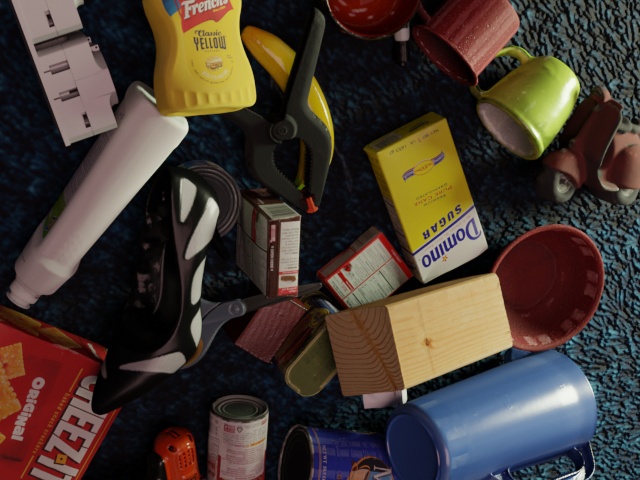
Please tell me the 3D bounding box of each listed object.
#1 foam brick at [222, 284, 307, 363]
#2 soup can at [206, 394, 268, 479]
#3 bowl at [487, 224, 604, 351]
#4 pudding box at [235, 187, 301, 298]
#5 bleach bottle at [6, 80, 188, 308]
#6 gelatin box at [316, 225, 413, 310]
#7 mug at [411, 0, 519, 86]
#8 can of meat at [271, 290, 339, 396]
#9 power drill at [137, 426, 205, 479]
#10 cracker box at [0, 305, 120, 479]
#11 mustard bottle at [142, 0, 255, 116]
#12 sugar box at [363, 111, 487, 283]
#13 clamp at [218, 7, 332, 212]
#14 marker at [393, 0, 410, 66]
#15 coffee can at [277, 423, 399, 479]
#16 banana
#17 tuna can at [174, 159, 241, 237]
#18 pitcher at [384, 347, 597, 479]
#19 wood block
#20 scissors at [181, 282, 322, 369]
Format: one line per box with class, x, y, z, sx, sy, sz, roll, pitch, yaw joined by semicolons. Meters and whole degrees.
foam brick;-0.062;0.088;1.196;0.051;0.053;0.078;34;95;-26
soup can;-0.095;0.237;1.226;0.068;0.069;0.102;-2;107;-19
bowl;0.261;0.051;1.296;0.162;0.055;0.162;-6;109;-18
pudding box;-0.057;0.001;1.136;0.039;0.114;0.090;-5;110;-20
bleach bottle;-0.234;-0.039;1.079;0.068;0.102;0.251;35;99;-20
gelatin box;0.051;0.039;1.233;0.089;0.030;0.073;-40;117;-3
mug;0.151;-0.235;1.147;0.117;0.093;0.081;43;85;-15
can of meat;-0.010;0.117;1.207;0.057;0.084;0.102;40;91;-26
power drill;-0.207;0.319;1.187;0.187;0.057;0.184;-28;124;-39
cracker box;-0.326;0.164;1.117;0.213;0.072;0.164;27;97;-26
mustard bottle;-0.120;-0.217;1.014;0.096;0.058;0.191;-9;92;-30
sugar box;0.123;-0.047;1.220;0.093;0.048;0.176;-27;113;-9
clamp;-0.054;-0.120;1.106;0.164;0.036;0.210;-17;116;-6
marker;0.087;-0.249;1.155;0.020;0.020;0.121;-9;110;-17
coffee can;0.033;0.275;1.264;0.140;0.103;0.103;10;104;-22
banana;-0.026;-0.141;1.141;0.069;0.037;0.198;-22;113;-14
tuna can;-0.130;-0.043;1.139;0.086;0.034;0.086;-6;109;-18
pitcher;0.203;0.224;1.245;0.242;0.149;0.145;-11;104;-35
wood block;0.113;0.101;1.181;0.205;0.090;0.091;-11;89;-47
scissors;-0.098;0.093;1.157;0.202;0.016;0.096;0;95;6
